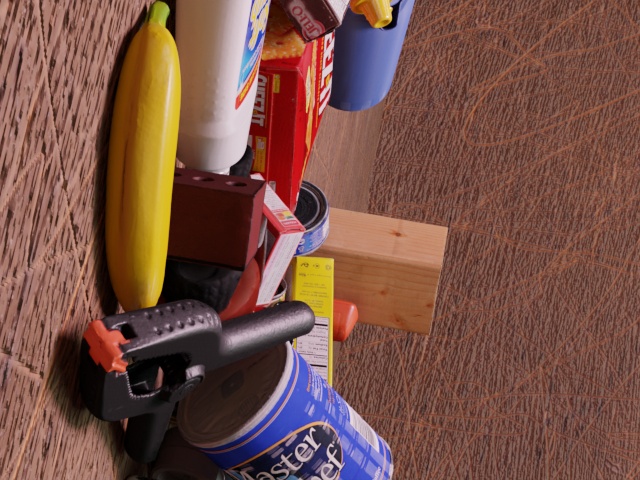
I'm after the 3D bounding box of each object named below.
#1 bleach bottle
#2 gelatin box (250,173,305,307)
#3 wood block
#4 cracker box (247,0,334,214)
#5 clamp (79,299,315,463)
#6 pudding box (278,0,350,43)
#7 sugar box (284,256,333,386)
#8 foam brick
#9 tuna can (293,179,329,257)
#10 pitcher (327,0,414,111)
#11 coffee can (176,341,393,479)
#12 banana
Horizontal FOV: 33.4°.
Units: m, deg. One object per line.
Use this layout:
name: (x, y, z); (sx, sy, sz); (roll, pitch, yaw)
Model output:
bleach bottle: (-0.064, -0.149, 0.706); (0.102, 0.068, 0.251); (-70, 170, -59)
gelatin box: (-0.056, 0.001, 0.880); (0.030, 0.073, 0.089); (-9, 137, -39)
wood block: (0.026, 0.025, 1.154); (0.090, 0.206, 0.090); (-69, 167, -59)
cracker box: (-0.034, -0.138, 0.954); (0.213, 0.072, 0.164); (-75, 172, -51)
clamp: (-0.084, 0.074, 0.670); (0.164, 0.036, 0.210); (-38, 160, -4)
pudding box: (-0.019, -0.224, 0.847); (0.113, 0.039, 0.090); (57, 25, -22)
sugar box: (-0.015, 0.112, 1.001); (0.093, 0.048, 0.176); (110, -19, -60)
foam brick: (-0.079, -0.016, 0.694); (0.053, 0.078, 0.051); (-67, 165, -74)
tuna can: (-0.033, -0.024, 1.088); (0.034, 0.086, 0.086); (91, 11, -47)
pitcher: (0.040, -0.268, 1.274); (0.243, 0.145, 0.149); (96, 18, -65)
coffee can: (-0.025, 0.148, 0.804); (0.140, 0.103, 0.102); (49, 37, -30)
banana: (-0.102, -0.038, 0.627); (0.069, 0.037, 0.198); (-55, 155, -74)
